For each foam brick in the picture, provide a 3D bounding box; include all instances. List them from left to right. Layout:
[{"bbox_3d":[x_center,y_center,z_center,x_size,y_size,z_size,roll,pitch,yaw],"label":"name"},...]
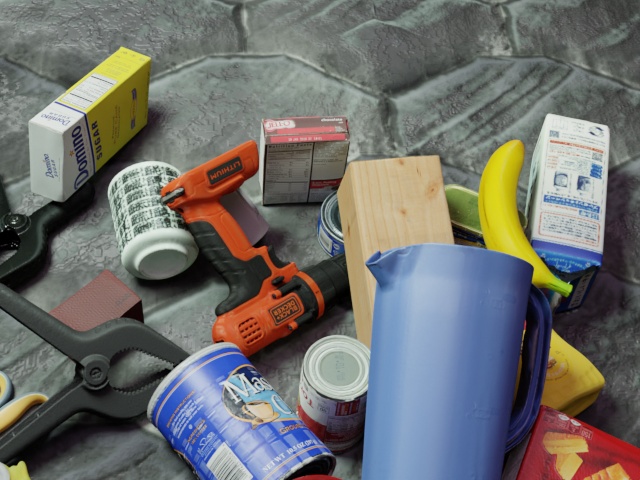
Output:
[{"bbox_3d":[-0.215,0.078,1.025,0.053,0.051,0.078,38,58,21],"label":"foam brick"}]

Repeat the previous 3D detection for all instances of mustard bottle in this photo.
[{"bbox_3d":[0.181,0.094,1.043,0.096,0.058,0.192,-23,57,-24],"label":"mustard bottle"}]

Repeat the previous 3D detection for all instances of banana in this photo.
[{"bbox_3d":[0.187,-0.024,1.044,0.069,0.037,0.198,8,50,-22],"label":"banana"}]

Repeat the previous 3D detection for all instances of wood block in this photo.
[{"bbox_3d":[0.078,0.032,1.021,0.090,0.091,0.206,-5,73,-9],"label":"wood block"}]

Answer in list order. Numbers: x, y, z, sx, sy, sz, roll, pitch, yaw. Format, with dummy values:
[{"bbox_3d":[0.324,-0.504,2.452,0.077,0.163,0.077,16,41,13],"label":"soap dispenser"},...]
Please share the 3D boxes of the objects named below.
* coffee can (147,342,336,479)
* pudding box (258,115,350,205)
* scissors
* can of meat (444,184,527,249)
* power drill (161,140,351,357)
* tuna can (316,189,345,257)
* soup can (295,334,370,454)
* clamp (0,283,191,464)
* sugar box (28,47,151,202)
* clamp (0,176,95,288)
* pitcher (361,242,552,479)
[{"bbox_3d":[-0.069,0.173,0.930,0.102,0.103,0.140,-32,61,-26],"label":"coffee can"},{"bbox_3d":[-0.019,-0.084,1.129,0.090,0.113,0.039,-2,56,-7],"label":"pudding box"},{"bbox_3d":[-0.336,0.185,0.953,0.201,0.016,0.096,-30,59,-25],"label":"scissors"},{"bbox_3d":[0.156,-0.002,1.099,0.102,0.084,0.057,22,53,12],"label":"can of meat"},{"bbox_3d":[-0.057,0.001,1.044,0.184,0.057,0.187,-30,93,-35],"label":"power drill"},{"bbox_3d":[0.040,-0.016,1.132,0.086,0.034,0.086,2,52,-3],"label":"tuna can"},{"bbox_3d":[0.014,0.140,0.964,0.068,0.102,0.068,2,52,-3],"label":"soup can"},{"bbox_3d":[-0.212,0.108,0.961,0.209,0.164,0.036,-7,8,-26],"label":"clamp"},{"bbox_3d":[-0.242,-0.125,1.133,0.048,0.093,0.176,20,41,10],"label":"sugar box"},{"bbox_3d":[-0.302,-0.013,1.097,0.120,0.039,0.171,2,51,0],"label":"clamp"},{"bbox_3d":[0.108,0.129,0.886,0.149,0.145,0.243,5,80,15],"label":"pitcher"}]
